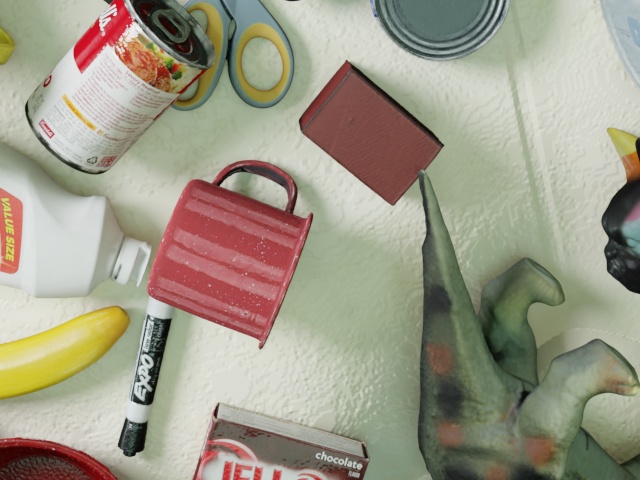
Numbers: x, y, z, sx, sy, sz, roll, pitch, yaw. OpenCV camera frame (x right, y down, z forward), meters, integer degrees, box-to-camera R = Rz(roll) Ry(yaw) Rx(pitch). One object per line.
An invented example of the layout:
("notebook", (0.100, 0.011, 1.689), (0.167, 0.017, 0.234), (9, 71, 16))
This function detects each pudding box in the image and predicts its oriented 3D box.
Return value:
("pudding box", (-0.032, 0.171, 0.740), (0.113, 0.039, 0.090), (15, 103, -6))

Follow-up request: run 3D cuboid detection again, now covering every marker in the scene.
("marker", (-0.118, 0.092, 0.726), (0.020, 0.020, 0.121), (13, 103, -6))

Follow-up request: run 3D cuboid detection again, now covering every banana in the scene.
("banana", (-0.227, 0.075, 0.708), (0.197, 0.037, 0.070), (2, 105, -3))

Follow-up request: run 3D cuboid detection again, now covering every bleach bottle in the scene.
("bleach bottle", (-0.226, -0.032, 0.670), (0.250, 0.068, 0.103), (20, 102, -10))

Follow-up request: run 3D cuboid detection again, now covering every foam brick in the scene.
("foam brick", (0.031, -0.068, 0.675), (0.078, 0.053, 0.051), (38, 99, -11))

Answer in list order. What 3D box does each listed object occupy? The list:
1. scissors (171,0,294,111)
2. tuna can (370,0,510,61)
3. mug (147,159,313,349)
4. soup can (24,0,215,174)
("scissors", (-0.041, -0.170, 0.665), (0.096, 0.016, 0.202), (21, 103, -9))
("tuna can", (0.073, -0.156, 0.664), (0.086, 0.034, 0.086), (-1, 104, -2))
("mug", (-0.054, 0.001, 0.678), (0.081, 0.093, 0.117), (21, 72, -3))
("soup can", (-0.121, -0.096, 0.643), (0.068, 0.068, 0.102), (43, 114, -12))
